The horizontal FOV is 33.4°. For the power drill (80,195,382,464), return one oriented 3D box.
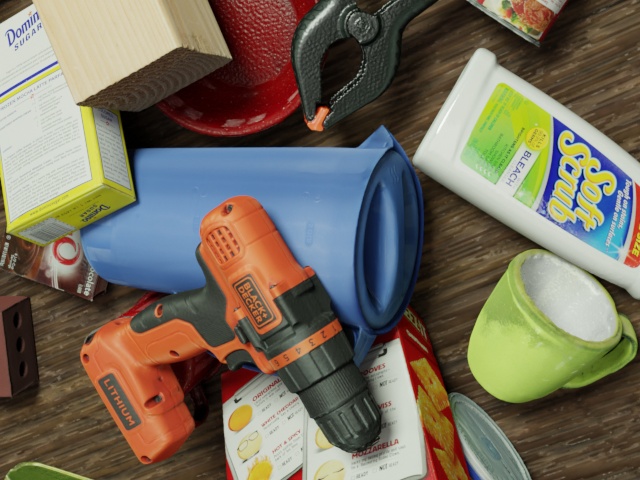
[{"bbox_3d":[-0.064,0.085,0.727,0.188,0.057,0.184,-32,86,31],"label":"power drill"}]

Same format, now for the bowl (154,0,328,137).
[{"bbox_3d":[-0.066,-0.162,0.820,0.162,0.055,0.162,2,101,13],"label":"bowl"}]

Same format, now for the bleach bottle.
[{"bbox_3d":[0.197,-0.034,0.779,0.251,0.068,0.102,30,89,1],"label":"bleach bottle"}]

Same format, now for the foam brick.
[{"bbox_3d":[-0.280,0.090,0.917,0.051,0.053,0.078,-1,101,13],"label":"foam brick"}]

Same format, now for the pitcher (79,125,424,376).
[{"bbox_3d":[-0.055,0.001,0.791,0.243,0.149,0.145,5,125,25],"label":"pitcher"}]

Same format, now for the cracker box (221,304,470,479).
[{"bbox_3d":[0.015,0.153,0.781,0.164,0.214,0.072,-31,126,16],"label":"cracker box"}]

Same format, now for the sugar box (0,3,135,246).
[{"bbox_3d":[-0.198,-0.094,0.797,0.093,0.048,0.176,-23,63,22],"label":"sugar box"}]

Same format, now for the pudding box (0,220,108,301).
[{"bbox_3d":[-0.211,-0.017,0.888,0.090,0.039,0.113,18,103,9],"label":"pudding box"}]

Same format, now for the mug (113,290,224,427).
[{"bbox_3d":[-0.124,0.099,0.867,0.093,0.081,0.117,-20,95,15],"label":"mug"}]

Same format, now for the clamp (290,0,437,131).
[{"bbox_3d":[0.039,-0.156,0.759,0.120,0.039,0.171,16,106,-1],"label":"clamp"}]

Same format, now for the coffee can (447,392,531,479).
[{"bbox_3d":[0.080,0.200,0.828,0.140,0.102,0.103,-41,90,17],"label":"coffee can"}]

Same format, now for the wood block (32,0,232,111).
[{"bbox_3d":[-0.155,-0.205,0.759,0.091,0.090,0.206,-25,85,20],"label":"wood block"}]

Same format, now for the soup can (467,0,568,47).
[{"bbox_3d":[0.155,-0.198,0.756,0.068,0.068,0.102,34,105,5],"label":"soup can"}]
